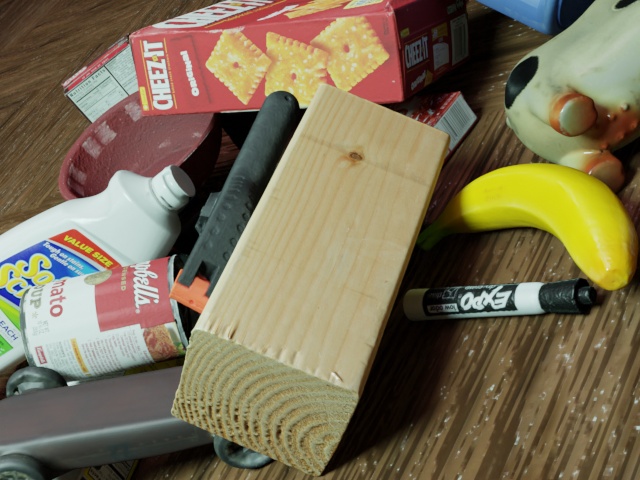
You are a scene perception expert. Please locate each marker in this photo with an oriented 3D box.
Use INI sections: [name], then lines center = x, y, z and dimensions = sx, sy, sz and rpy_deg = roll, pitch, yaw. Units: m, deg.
[marker]
center = 0.096, 0.033, 0.585
dimensions = 0.121, 0.020, 0.020
rpy_deg = -7, 41, 45

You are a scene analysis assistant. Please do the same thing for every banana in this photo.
[banana]
center = 0.122, -0.012, 0.591
dimensions = 0.069, 0.037, 0.198
rpy_deg = -61, 21, -7

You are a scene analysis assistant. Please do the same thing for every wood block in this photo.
[wood block]
center = 0.000, 0.016, 0.616
dimensions = 0.090, 0.091, 0.206
rpy_deg = 110, -177, -48

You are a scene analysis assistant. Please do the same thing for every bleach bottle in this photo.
[bleach bottle]
center = -0.207, 0.015, 0.843
dimensions = 0.251, 0.102, 0.068
rpy_deg = -34, 10, 19

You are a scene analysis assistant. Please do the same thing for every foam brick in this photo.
[foam brick]
center = -0.043, -0.104, 0.927
dimensions = 0.051, 0.053, 0.078
rpy_deg = -50, 29, -21

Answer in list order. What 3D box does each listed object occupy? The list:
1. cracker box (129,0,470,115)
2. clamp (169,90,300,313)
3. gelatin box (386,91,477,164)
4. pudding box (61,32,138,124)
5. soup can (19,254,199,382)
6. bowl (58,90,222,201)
[cracker box]
center = -0.011, -0.150, 0.816
dimensions = 0.214, 0.072, 0.164
rpy_deg = 1, 20, 25
[clamp]
center = -0.053, -0.022, 0.672
dimensions = 0.171, 0.039, 0.120
rpy_deg = -81, 12, -61
[gelatin box]
center = 0.059, -0.067, 0.771
dimensions = 0.073, 0.030, 0.089
rpy_deg = 3, 48, 53
[pudding box]
center = -0.199, -0.145, 1.115
dimensions = 0.090, 0.113, 0.039
rpy_deg = -36, 30, 6
[soup can]
center = -0.136, 0.053, 0.697
dimensions = 0.102, 0.068, 0.068
rpy_deg = -12, 31, 3
[bowl]
center = -0.143, -0.070, 0.921
dimensions = 0.162, 0.055, 0.162
rpy_deg = -21, 38, 17
